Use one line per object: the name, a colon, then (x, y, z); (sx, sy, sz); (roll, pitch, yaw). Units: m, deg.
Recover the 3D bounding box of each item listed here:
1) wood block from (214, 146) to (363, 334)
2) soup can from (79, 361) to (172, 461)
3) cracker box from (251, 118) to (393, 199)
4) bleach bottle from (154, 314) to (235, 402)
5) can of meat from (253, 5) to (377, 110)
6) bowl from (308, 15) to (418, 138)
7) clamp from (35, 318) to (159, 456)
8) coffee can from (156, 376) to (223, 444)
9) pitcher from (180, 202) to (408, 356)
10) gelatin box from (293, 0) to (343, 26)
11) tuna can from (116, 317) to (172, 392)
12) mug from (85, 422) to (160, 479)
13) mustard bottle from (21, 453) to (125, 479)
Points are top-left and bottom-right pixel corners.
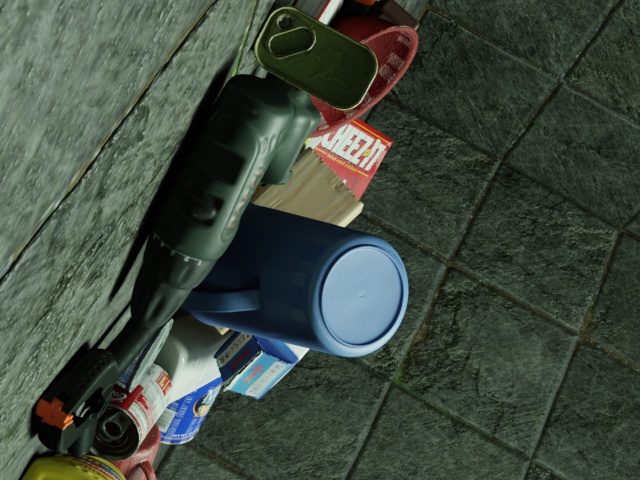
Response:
wood block: (-0.058, 0.001, 1.183); (0.206, 0.090, 0.091); (-42, 178, -1)
soup can: (-0.204, 0.176, 1.128); (0.069, 0.068, 0.102); (-61, 179, 26)
cracker box: (-0.013, -0.076, 1.424); (0.164, 0.072, 0.214); (22, 100, -56)
bleach bottle: (-0.127, 0.128, 1.288); (0.250, 0.068, 0.103); (-14, 138, -60)
can of meat: (-0.001, -0.158, 0.923); (0.057, 0.102, 0.084); (-62, -179, 10)
bowl: (0.021, -0.179, 1.100); (0.162, 0.055, 0.162); (-34, 163, -12)
clamp: (-0.206, 0.142, 0.935); (0.165, 0.036, 0.210); (-61, 177, 10)
coffee can: (-0.180, 0.180, 1.384); (0.140, 0.103, 0.102); (-61, 179, 31)
pitcher: (-0.039, 0.038, 0.998); (0.243, 0.145, 0.149); (10, -117, 56)
gelatin box: (-0.005, -0.219, 1.011); (0.089, 0.030, 0.073); (-60, 178, -19)
tuna can: (-0.186, 0.109, 1.087); (0.086, 0.034, 0.086); (-61, 179, -3)
mug: (-0.218, 0.242, 1.169); (0.093, 0.117, 0.082); (-8, 131, -45)
mustard bottle: (-0.227, 0.243, 1.034); (0.058, 0.096, 0.192); (-61, 179, -9)
